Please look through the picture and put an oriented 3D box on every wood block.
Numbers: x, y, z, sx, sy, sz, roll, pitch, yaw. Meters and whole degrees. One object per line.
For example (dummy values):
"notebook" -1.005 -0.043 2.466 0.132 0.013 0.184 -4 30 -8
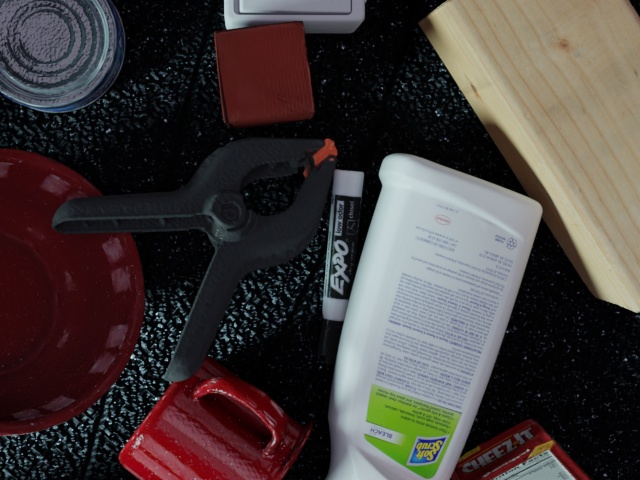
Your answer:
"wood block" 0.156 -0.071 0.630 0.090 0.091 0.206 -34 96 -1

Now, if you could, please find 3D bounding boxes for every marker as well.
"marker" 0.012 0.017 0.662 0.020 0.020 0.121 5 94 -4

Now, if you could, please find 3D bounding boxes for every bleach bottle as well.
"bleach bottle" 0.046 0.082 0.638 0.102 0.068 0.251 19 89 -6

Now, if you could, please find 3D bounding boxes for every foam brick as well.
"foam brick" -0.032 -0.095 0.622 0.051 0.078 0.053 -7 94 -2

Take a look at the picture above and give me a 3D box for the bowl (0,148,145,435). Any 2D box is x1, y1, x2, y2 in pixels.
"bowl" -0.185 0.031 0.613 0.161 0.055 0.162 8 75 -31

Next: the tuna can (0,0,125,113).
"tuna can" -0.160 -0.119 0.634 0.086 0.034 0.086 0 94 -4

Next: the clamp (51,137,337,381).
"clamp" -0.054 0.001 0.620 0.171 0.039 0.120 -26 86 -19

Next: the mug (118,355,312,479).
"mug" -0.060 0.115 0.622 0.081 0.117 0.093 38 51 -1
